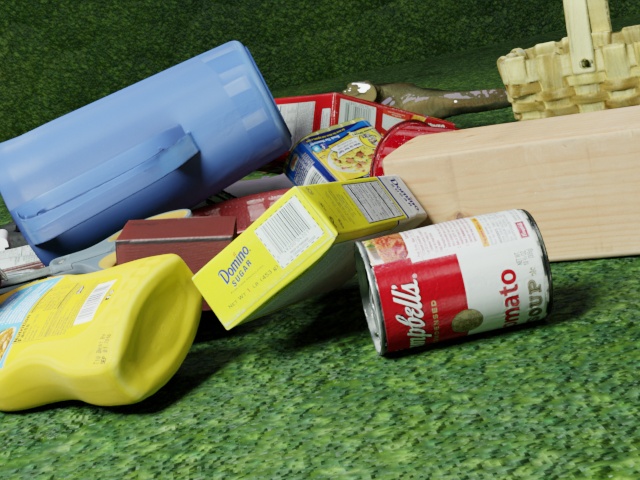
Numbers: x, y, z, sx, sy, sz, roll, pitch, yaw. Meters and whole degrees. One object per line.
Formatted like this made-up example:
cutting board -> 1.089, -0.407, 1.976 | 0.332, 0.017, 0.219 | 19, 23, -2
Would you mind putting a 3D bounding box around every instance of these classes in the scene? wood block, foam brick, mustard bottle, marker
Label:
wood block -> 0.161, -0.038, 0.766 | 0.206, 0.091, 0.090 | -5, 14, 26
foam brick -> -0.094, 0.016, 0.716 | 0.078, 0.051, 0.053 | -2, 16, 1
mustard bottle -> -0.168, 0.062, 0.665 | 0.192, 0.058, 0.096 | -10, 40, 34
marker -> -0.064, -0.023, 0.961 | 0.121, 0.020, 0.020 | 27, 32, 27

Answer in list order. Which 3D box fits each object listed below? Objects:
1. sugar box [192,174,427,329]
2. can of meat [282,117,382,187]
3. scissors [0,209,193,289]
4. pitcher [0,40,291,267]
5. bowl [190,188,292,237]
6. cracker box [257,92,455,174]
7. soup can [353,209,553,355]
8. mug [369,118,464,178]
sugar box -> -0.001, 0.002, 0.694 | 0.093, 0.048, 0.176 | -40, -8, 21
can of meat -> 0.029, -0.059, 0.967 | 0.101, 0.057, 0.084 | -21, 58, -36
scissors -> -0.187, 0.026, 0.799 | 0.202, 0.016, 0.096 | -22, 23, 4
pitcher -> -0.151, -0.072, 0.923 | 0.243, 0.149, 0.145 | -27, -30, 1
bowl -> -0.056, 0.001, 0.873 | 0.162, 0.055, 0.162 | -11, 12, 2
cracker box -> 0.011, -0.104, 1.141 | 0.163, 0.072, 0.214 | 8, -3, -37
soup can -> 0.076, 0.024, 0.624 | 0.102, 0.068, 0.068 | -12, 12, -4
mug -> 0.095, -0.045, 0.898 | 0.082, 0.093, 0.117 | 13, 58, 51
